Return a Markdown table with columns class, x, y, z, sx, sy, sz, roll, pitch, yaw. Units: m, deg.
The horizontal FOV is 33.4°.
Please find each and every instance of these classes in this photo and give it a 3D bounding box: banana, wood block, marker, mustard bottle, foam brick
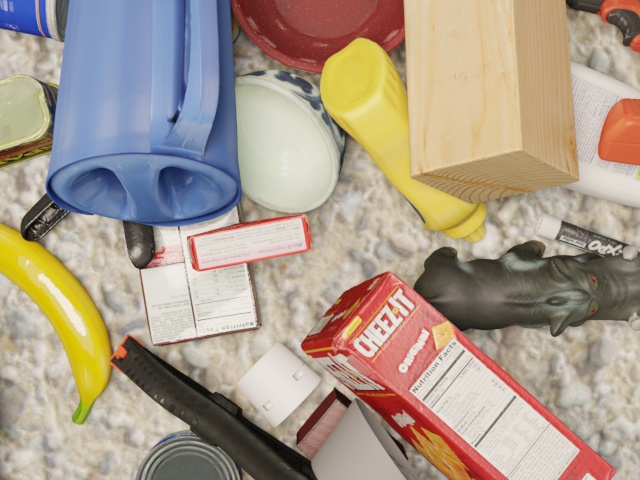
| class | x | y | z | sx | sy | sz | roll | pitch | yaw |
| --- | --- | --- | --- | --- | --- | --- | --- | --- | --- |
| banana | -0.223 | 0.052 | 0.864 | 0.069 | 0.037 | 0.198 | -32 | 92 | 0 |
| wood block | 0.120 | -0.142 | 0.769 | 0.090 | 0.090 | 0.206 | -12 | 72 | 36 |
| marker | 0.236 | 0.006 | 0.875 | 0.121 | 0.020 | 0.020 | 19 | 91 | -1 |
| mustard bottle | 0.075 | -0.063 | 0.823 | 0.058 | 0.096 | 0.191 | -34 | 125 | 13 |
| foam brick | 0.025 | 0.166 | 0.861 | 0.078 | 0.053 | 0.051 | 41 | 90 | -2 |

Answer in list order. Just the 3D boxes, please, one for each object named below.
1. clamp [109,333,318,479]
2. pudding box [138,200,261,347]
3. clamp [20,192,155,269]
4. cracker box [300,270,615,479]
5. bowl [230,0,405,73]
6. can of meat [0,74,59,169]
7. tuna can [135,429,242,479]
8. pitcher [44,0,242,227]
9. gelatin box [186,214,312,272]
| class | x | y | z | sx | sy | sz | roll | pitch | yaw |
| --- | --- | --- | --- | --- | --- | --- | --- | --- | --- |
| clamp | -0.078 | 0.141 | 0.819 | 0.210 | 0.164 | 0.036 | 34 | 84 | 8 |
| pudding box | -0.100 | 0.024 | 0.864 | 0.090 | 0.039 | 0.113 | -9 | 93 | -2 |
| clamp | -0.154 | -0.059 | 0.841 | 0.120 | 0.039 | 0.171 | 23 | 82 | 19 |
| cracker box | 0.092 | 0.124 | 0.801 | 0.213 | 0.164 | 0.072 | 41 | 78 | -2 |
| bowl | 0.005 | -0.210 | 0.849 | 0.162 | 0.055 | 0.162 | 0 | 91 | 0 |
| can of meat | -0.251 | -0.091 | 0.836 | 0.102 | 0.084 | 0.057 | -18 | 91 | 0 |
| tuna can | -0.106 | 0.199 | 0.870 | 0.086 | 0.034 | 0.086 | 0 | 91 | 0 |
| pitcher | -0.118 | -0.142 | 0.761 | 0.149 | 0.145 | 0.243 | -8 | 70 | 17 |
| gelatin box | -0.055 | 0.001 | 0.808 | 0.089 | 0.073 | 0.030 | -12 | 92 | -9 |
